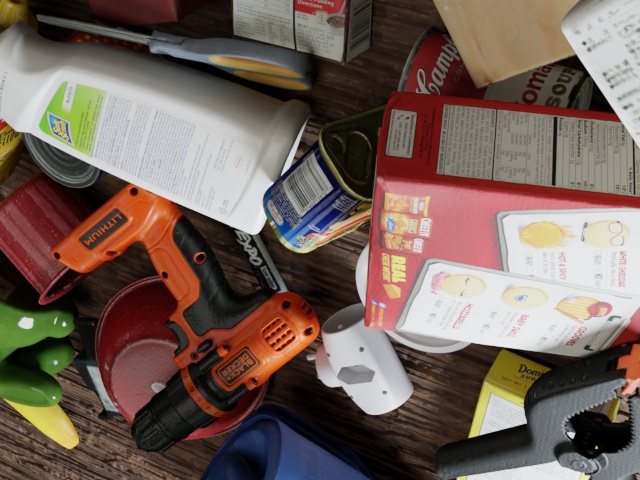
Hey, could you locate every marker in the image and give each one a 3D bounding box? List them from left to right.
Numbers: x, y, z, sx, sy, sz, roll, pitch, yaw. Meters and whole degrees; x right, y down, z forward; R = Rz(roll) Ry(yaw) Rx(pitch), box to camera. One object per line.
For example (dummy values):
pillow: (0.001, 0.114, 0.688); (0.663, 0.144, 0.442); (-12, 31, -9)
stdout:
marker: (-0.056, 0.001, 0.846); (0.020, 0.020, 0.121); (-12, 113, 38)

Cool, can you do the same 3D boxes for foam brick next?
foam brick: (-0.119, -0.182, 0.740); (0.078, 0.052, 0.051); (3, 121, 34)

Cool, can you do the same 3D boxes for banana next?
banana: (-0.335, 0.150, 1.128); (0.198, 0.037, 0.070); (30, 150, 15)

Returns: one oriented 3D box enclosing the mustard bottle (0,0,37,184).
mustard bottle: (-0.261, -0.119, 0.848); (0.058, 0.096, 0.192); (38, 133, 6)

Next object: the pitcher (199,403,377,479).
pitcher: (0.020, 0.243, 0.862); (0.242, 0.149, 0.145); (33, 165, -21)

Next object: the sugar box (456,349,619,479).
sugar box: (0.155, 0.172, 0.807); (0.093, 0.048, 0.176); (23, 134, 17)

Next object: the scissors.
scissors: (-0.090, -0.130, 0.737); (0.202, 0.096, 0.016); (13, 88, 27)

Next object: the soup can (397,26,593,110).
soup can: (0.105, -0.083, 0.647); (0.102, 0.068, 0.068); (21, 130, 20)

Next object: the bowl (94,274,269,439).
bowl: (-0.127, 0.112, 0.911); (0.162, 0.055, 0.162); (5, 113, 11)

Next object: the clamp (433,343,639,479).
clamp: (0.179, 0.137, 0.694); (0.164, 0.036, 0.210); (24, 142, 1)

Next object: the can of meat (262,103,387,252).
can of meat: (0.020, -0.041, 0.709); (0.084, 0.101, 0.057); (-39, 79, 46)

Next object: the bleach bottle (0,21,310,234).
bleach bottle: (-0.141, -0.097, 0.758); (0.251, 0.068, 0.103); (23, 123, 0)

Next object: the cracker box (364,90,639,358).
cracker box: (0.135, -0.002, 0.608); (0.214, 0.072, 0.164); (6, 147, 5)

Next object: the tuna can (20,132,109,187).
tuna can: (-0.195, -0.085, 0.841); (0.086, 0.033, 0.086); (19, 130, 24)

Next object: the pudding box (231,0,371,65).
pudding box: (-0.013, -0.177, 0.682); (0.090, 0.039, 0.113); (19, 127, 23)

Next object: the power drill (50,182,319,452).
power drill: (-0.121, 0.055, 0.835); (0.184, 0.057, 0.187); (-39, 95, 14)

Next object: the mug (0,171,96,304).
mug: (-0.230, -0.004, 0.923); (0.081, 0.093, 0.117); (48, 170, 3)
